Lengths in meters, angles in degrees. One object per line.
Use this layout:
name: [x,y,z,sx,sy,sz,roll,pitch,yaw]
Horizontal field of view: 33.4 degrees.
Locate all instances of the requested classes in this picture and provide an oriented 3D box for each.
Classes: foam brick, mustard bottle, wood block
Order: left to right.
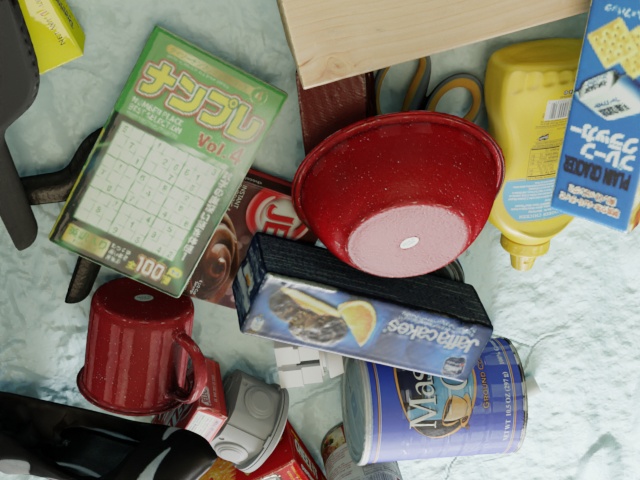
foam brick: [0.013,-0.099,0.786,0.051,0.053,0.078,-2,121,8]
wood block: [0.072,-0.186,0.729,0.206,0.090,0.091,-16,123,0]
mustard bottle: [0.170,-0.060,0.843,0.096,0.058,0.192,-12,124,-20]

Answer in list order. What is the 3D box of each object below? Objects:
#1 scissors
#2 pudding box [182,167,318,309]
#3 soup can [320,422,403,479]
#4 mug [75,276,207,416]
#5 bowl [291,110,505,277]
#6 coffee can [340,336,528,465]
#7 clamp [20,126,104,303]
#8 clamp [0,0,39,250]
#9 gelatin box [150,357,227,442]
scissors: [0.070,-0.060,0.848,0.096,0.016,0.202,5,120,-7]
pudding box: [-0.056,0.001,0.850,0.090,0.039,0.114,18,116,-21]
soup can: [0.042,0.220,0.966,0.068,0.102,0.068,-5,122,-8]
mug: [-0.136,0.086,0.848,0.093,0.117,0.081,-20,128,-48]
bowl: [0.061,-0.021,0.782,0.162,0.055,0.162,-4,144,-3]
coffee can: [0.095,0.138,0.925,0.140,0.103,0.103,-2,122,-10]
clamp: [-0.165,-0.027,0.813,0.171,0.039,0.120,-27,124,6]
clamp: [-0.237,-0.083,0.715,0.164,0.036,0.210,22,122,-26]
gelatin box: [-0.115,0.154,0.913,0.030,0.073,0.089,23,115,-22]
